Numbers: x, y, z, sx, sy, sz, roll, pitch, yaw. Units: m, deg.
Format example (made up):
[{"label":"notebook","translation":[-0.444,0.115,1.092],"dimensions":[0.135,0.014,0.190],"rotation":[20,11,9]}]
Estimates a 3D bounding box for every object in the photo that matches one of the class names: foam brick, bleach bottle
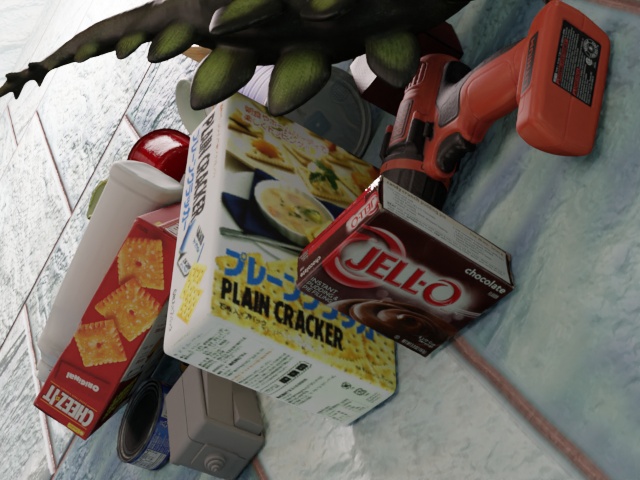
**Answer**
[{"label":"foam brick","translation":[0.070,-0.148,0.880],"dimensions":[0.078,0.051,0.053],"rotation":[-49,31,29]},{"label":"bleach bottle","translation":[-0.232,0.040,1.111],"dimensions":[0.251,0.068,0.102],"rotation":[-60,-7,8]}]

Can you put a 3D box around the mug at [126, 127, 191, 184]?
[{"label":"mug","translation":[-0.164,-0.063,1.209],"dimensions":[0.082,0.093,0.117],"rotation":[31,125,59]}]

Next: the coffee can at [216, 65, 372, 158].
[{"label":"coffee can","translation":[-0.027,-0.116,0.972],"dimensions":[0.103,0.102,0.140],"rotation":[-63,26,3]}]

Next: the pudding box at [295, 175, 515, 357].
[{"label":"pudding box","translation":[0.054,0.019,0.693],"dimensions":[0.090,0.113,0.039],"rotation":[-43,30,37]}]

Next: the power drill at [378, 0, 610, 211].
[{"label":"power drill","translation":[0.107,-0.071,0.738],"dimensions":[0.188,0.057,0.184],"rotation":[-21,49,55]}]

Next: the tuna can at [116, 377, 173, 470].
[{"label":"tuna can","translation":[-0.165,0.180,1.045],"dimensions":[0.086,0.033,0.086],"rotation":[-43,34,38]}]

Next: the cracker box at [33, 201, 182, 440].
[{"label":"cracker box","translation":[-0.179,0.070,1.049],"dimensions":[0.214,0.072,0.164],"rotation":[-58,-4,13]}]
